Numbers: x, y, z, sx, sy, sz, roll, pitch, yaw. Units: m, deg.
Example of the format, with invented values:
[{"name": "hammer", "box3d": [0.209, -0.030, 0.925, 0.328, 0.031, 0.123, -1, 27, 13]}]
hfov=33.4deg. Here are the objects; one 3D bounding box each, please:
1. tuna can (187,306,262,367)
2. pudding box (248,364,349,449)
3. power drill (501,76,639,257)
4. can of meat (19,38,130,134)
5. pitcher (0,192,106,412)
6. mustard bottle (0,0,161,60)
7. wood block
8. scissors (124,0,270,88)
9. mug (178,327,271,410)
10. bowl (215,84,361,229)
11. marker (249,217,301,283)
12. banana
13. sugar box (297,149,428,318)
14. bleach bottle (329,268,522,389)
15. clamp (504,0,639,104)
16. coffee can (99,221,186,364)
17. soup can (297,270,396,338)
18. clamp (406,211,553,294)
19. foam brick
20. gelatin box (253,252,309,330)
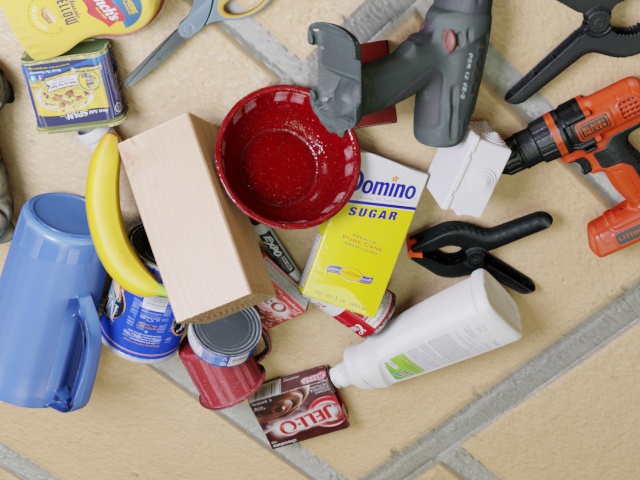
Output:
[{"name": "tuna can", "box3d": [-0.115, 0.108, 1.275, 0.086, 0.086, 0.034, 14, 142, -9]}, {"name": "pudding box", "box3d": [-0.028, 0.219, 1.404, 0.113, 0.039, 0.090, -17, 121, 11]}, {"name": "power drill", "box3d": [0.305, -0.073, 1.205, 0.185, 0.057, 0.187, -26, 119, 16]}, {"name": "can of meat", "box3d": [-0.265, -0.167, 1.151, 0.102, 0.057, 0.084, -7, 120, 4]}, {"name": "pitcher", "box3d": [-0.315, 0.075, 1.259, 0.149, 0.145, 0.243, 18, 118, -8]}, {"name": "mustard bottle", "box3d": [-0.219, -0.251, 1.070, 0.192, 0.058, 0.096, -15, 122, 10]}, {"name": "wood block", "box3d": [-0.133, -0.021, 1.158, 0.091, 0.090, 0.206, -23, 80, 14]}, {"name": "scissors", "box3d": [-0.142, -0.243, 1.119, 0.202, 0.016, 0.096, -25, 115, 10]}, {"name": "mug", "box3d": [-0.116, 0.146, 1.336, 0.117, 0.093, 0.081, -29, 116, -10]}, {"name": "bowl", "box3d": [-0.040, -0.086, 1.173, 0.162, 0.055, 0.162, 3, 80, -14]}, {"name": "marker", "box3d": [-0.058, 0.002, 1.278, 0.020, 0.020, 0.121, -24, 119, 15]}, {"name": "banana", "box3d": [-0.221, -0.017, 1.175, 0.069, 0.037, 0.198, -22, 94, -4]}, {"name": "sugar box", "box3d": [0.048, -0.010, 1.215, 0.093, 0.048, 0.176, 19, 97, -11]}, {"name": "bleach bottle", "box3d": [0.116, 0.124, 1.315, 0.251, 0.068, 0.102, -26, 133, 27]}, {"name": "clamp", "box3d": [0.284, -0.223, 1.122, 0.210, 0.036, 0.164, -2, 122, 1]}, {"name": "coffee can", "box3d": [-0.198, 0.061, 1.268, 0.102, 0.103, 0.140, 17, 121, -10]}, {"name": "soup can", "box3d": [0.032, 0.064, 1.288, 0.102, 0.068, 0.069, 36, 116, -19]}, {"name": "clamp", "box3d": [0.189, 0.020, 1.277, 0.171, 0.039, 0.120, -2, 123, 5]}, {"name": "foam brick", "box3d": [0.053, -0.168, 1.150, 0.051, 0.053, 0.078, -7, 122, 5]}, {"name": "gelatin box", "box3d": [-0.068, 0.064, 1.299, 0.073, 0.030, 0.089, -27, 120, 38]}]
